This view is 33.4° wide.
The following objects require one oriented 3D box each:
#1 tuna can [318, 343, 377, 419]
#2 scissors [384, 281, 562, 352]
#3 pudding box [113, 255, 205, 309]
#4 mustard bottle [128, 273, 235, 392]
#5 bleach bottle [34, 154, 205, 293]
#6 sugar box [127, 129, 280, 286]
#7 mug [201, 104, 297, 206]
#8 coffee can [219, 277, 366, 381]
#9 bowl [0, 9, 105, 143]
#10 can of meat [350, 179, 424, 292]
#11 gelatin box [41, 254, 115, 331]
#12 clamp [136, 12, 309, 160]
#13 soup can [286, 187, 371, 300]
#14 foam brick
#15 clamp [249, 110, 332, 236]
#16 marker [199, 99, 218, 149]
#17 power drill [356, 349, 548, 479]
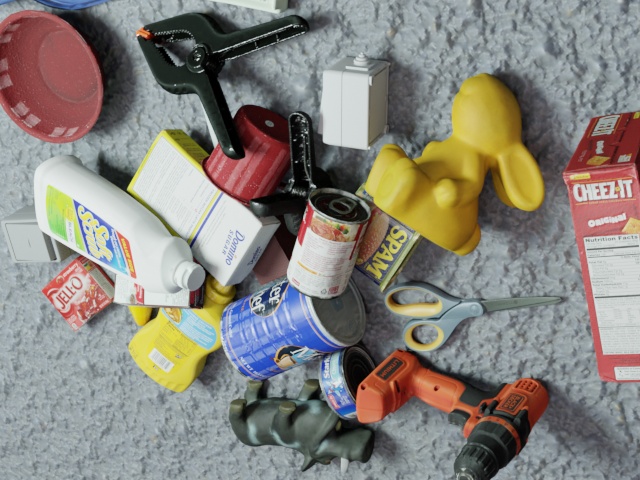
[{"bbox_3d":[0.036,0.165,1.255,0.034,0.086,0.086,-23,102,30],"label":"tuna can"},{"bbox_3d":[0.168,0.091,1.200,0.202,0.016,0.096,8,118,22],"label":"scissors"},{"bbox_3d":[-0.193,0.036,1.286,0.114,0.039,0.090,1,85,23],"label":"pudding box"},{"bbox_3d":[-0.160,0.102,1.334,0.096,0.058,0.192,41,124,2],"label":"mustard bottle"},{"bbox_3d":[-0.229,-0.011,1.234,0.251,0.067,0.103,26,125,33],"label":"bleach bottle"},{"bbox_3d":[-0.134,-0.039,1.217,0.176,0.048,0.093,43,116,18],"label":"sugar box"},{"bbox_3d":[-0.063,-0.092,1.185,0.117,0.093,0.082,21,117,-24],"label":"mug"},{"bbox_3d":[-0.033,0.095,1.244,0.141,0.102,0.103,-26,100,33],"label":"coffee can"},{"bbox_3d":[-0.313,-0.199,1.266,0.162,0.055,0.162,10,117,21],"label":"bowl"},{"bbox_3d":[0.065,-0.009,1.178,0.084,0.057,0.102,37,123,9],"label":"can of meat"},{"bbox_3d":[-0.317,0.068,1.410,0.089,0.030,0.073,-36,94,33],"label":"gelatin box"},{"bbox_3d":[-0.124,-0.183,1.157,0.210,0.036,0.164,20,86,32],"label":"clamp"},{"bbox_3d":[0.008,0.004,1.139,0.068,0.068,0.102,25,121,13],"label":"soup can"},{"bbox_3d":[-0.058,0.002,1.243,0.053,0.051,0.078,-22,103,31],"label":"foam brick"},{"bbox_3d":[-0.026,-0.046,1.150,0.039,0.120,0.171,22,157,29],"label":"clamp"},{"bbox_3d":[-0.115,-0.112,1.236,0.020,0.020,0.121,-5,111,27],"label":"marker"},{"bbox_3d":[0.137,0.192,1.174,0.188,0.184,0.057,16,119,29],"label":"power drill"}]
